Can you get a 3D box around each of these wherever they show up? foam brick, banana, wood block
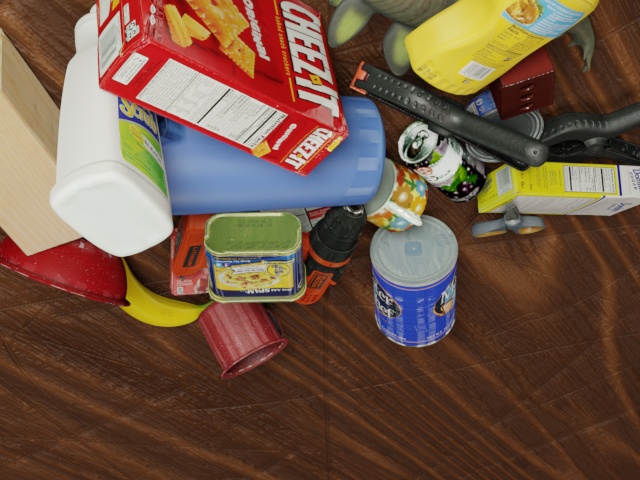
[{"bbox_3d":[0.184,-0.154,0.989,0.053,0.051,0.078,-18,161,6],"label":"foam brick"},{"bbox_3d":[-0.210,0.062,1.280,0.069,0.037,0.197,-52,137,3],"label":"banana"},{"bbox_3d":[-0.292,-0.088,1.018,0.091,0.090,0.206,-18,142,7],"label":"wood block"}]

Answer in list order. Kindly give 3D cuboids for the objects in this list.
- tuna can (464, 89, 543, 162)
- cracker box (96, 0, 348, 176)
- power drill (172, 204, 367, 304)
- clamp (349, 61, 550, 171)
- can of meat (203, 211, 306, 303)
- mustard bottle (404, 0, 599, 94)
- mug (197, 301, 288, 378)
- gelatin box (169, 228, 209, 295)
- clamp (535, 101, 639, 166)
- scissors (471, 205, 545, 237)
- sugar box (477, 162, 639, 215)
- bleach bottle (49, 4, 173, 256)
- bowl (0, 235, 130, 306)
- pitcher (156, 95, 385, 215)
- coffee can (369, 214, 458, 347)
[{"bbox_3d":[0.194,-0.125,1.150,0.086,0.034,0.086,-8,142,-6],"label":"tuna can"},{"bbox_3d":[-0.084,-0.167,0.912,0.213,0.164,0.072,21,134,-36],"label":"cracker box"},{"bbox_3d":[-0.058,0.001,1.150,0.187,0.057,0.185,11,143,-14],"label":"power drill"},{"bbox_3d":[0.131,-0.120,1.067,0.036,0.210,0.164,-64,169,3],"label":"clamp"},{"bbox_3d":[-0.066,0.016,1.074,0.102,0.057,0.084,-1,144,0],"label":"can of meat"},{"bbox_3d":[0.166,-0.190,0.869,0.096,0.058,0.192,10,148,-43],"label":"mustard bottle"},{"bbox_3d":[-0.092,0.110,1.323,0.117,0.081,0.093,-12,157,-50],"label":"mug"},{"bbox_3d":[-0.128,0.023,1.229,0.089,0.030,0.073,-2,111,-15],"label":"gelatin box"},{"bbox_3d":[0.309,-0.111,1.198,0.171,0.039,0.120,-8,144,7],"label":"clamp"},{"bbox_3d":[0.205,-0.021,1.236,0.096,0.016,0.201,-10,171,25],"label":"scissors"},{"bbox_3d":[0.279,-0.059,1.227,0.176,0.048,0.093,-1,169,-18],"label":"sugar box"},{"bbox_3d":[-0.176,-0.112,0.884,0.068,0.251,0.102,-24,141,15],"label":"bleach bottle"},{"bbox_3d":[-0.271,0.018,1.146,0.161,0.162,0.055,22,89,-36],"label":"bowl"},{"bbox_3d":[-0.068,-0.087,1.052,0.242,0.149,0.145,0,123,-15],"label":"pitcher"},{"bbox_3d":[0.114,0.050,1.297,0.103,0.103,0.140,-11,143,-2],"label":"coffee can"}]
